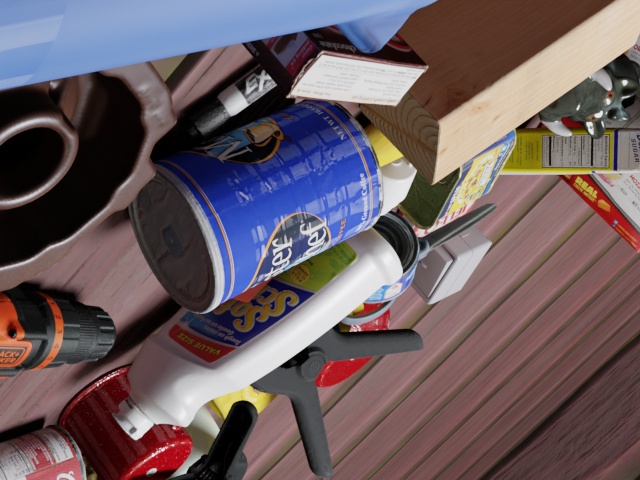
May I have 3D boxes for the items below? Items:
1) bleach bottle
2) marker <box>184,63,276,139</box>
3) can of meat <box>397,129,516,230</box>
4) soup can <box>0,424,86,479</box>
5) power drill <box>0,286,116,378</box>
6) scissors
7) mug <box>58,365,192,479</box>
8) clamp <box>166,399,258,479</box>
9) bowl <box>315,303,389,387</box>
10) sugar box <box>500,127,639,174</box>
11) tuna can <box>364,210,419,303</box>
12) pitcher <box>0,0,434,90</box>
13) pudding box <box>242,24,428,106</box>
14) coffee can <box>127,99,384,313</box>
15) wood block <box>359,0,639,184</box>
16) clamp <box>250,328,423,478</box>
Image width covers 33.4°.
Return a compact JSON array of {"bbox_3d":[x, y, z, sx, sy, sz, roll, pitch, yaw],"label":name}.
[{"bbox_3d":[-0.058,0.071,0.860,0.250,0.103,0.068,-42,153,-8],"label":"bleach bottle"},{"bbox_3d":[-0.037,-0.105,0.687,0.121,0.020,0.020,-38,158,-7],"label":"marker"},{"bbox_3d":[0.121,-0.068,0.960,0.083,0.057,0.102,-27,155,-33],"label":"can of meat"},{"bbox_3d":[-0.248,0.194,0.849,0.102,0.068,0.069,-15,147,-45],"label":"soup can"},{"bbox_3d":[-0.242,0.106,0.710,0.188,0.057,0.184,-49,153,15],"label":"power drill"},{"bbox_3d":[0.070,0.001,0.991,0.201,0.096,0.016,-43,158,-30],"label":"scissors"},{"bbox_3d":[-0.155,0.158,0.911,0.117,0.081,0.093,-46,157,14],"label":"mug"},{"bbox_3d":[-0.105,0.214,0.940,0.120,0.039,0.171,-34,155,-25],"label":"clamp"},{"bbox_3d":[0.019,0.104,1.124,0.162,0.055,0.162,-34,157,-17],"label":"bowl"},{"bbox_3d":[0.251,-0.085,1.004,0.093,0.177,0.048,-9,97,-54],"label":"sugar box"},{"bbox_3d":[0.044,0.011,0.948,0.086,0.086,0.034,-30,154,-23],"label":"tuna can"},{"bbox_3d":[-0.060,-0.150,0.448,0.242,0.149,0.145,-21,166,-32],"label":"pitcher"},{"bbox_3d":[-0.001,-0.122,0.619,0.113,0.090,0.039,-8,142,-52],"label":"pudding box"},{"bbox_3d":[-0.043,-0.026,0.715,0.140,0.103,0.103,-27,154,-30],"label":"coffee can"},{"bbox_3d":[0.137,-0.146,0.794,0.206,0.091,0.090,-35,157,-13],"label":"wood block"},{"bbox_3d":[-0.005,0.102,0.970,0.164,0.036,0.209,-49,122,-10],"label":"clamp"}]
